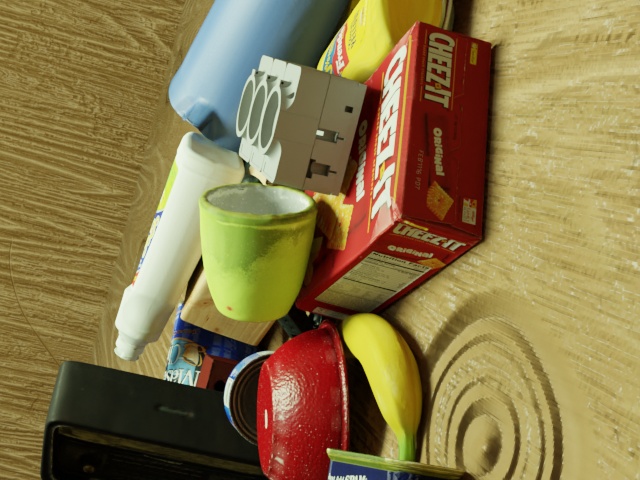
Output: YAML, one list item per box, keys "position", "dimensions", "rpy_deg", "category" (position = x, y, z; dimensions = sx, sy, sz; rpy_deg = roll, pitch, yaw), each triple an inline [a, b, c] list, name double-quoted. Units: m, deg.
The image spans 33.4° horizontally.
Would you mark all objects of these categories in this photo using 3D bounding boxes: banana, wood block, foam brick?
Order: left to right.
- position: [-0.088, 0.155, 1.120]
  dimensions: [0.051, 0.078, 0.053]
  rpy_deg: [-171, 96, -76]
  category: "foam brick"
- position: [-0.057, 0.002, 1.081]
  dimensions: [0.206, 0.090, 0.091]
  rpy_deg: [-55, 21, 37]
  category: "wood block"
- position: [0.040, 0.093, 0.813]
  dimensions: [0.198, 0.037, 0.070]
  rpy_deg: [-119, 46, -67]
  category: "banana"

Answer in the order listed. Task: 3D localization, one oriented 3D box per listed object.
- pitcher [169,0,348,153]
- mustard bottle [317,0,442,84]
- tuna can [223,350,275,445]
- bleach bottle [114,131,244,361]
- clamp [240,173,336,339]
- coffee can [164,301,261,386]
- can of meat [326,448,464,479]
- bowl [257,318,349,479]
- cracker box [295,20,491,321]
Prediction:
- position: [-0.046, -0.219, 1.073]
  dimensions: [0.243, 0.144, 0.149]
  rpy_deg: [-57, 36, 38]
  category: "pitcher"
- position: [0.040, -0.160, 0.919]
  dimensions: [0.192, 0.058, 0.096]
  rpy_deg: [136, 142, -64]
  category: "mustard bottle"
- position: [-0.044, 0.143, 0.968]
  dimensions: [0.034, 0.086, 0.086]
  rpy_deg: [179, 104, -75]
  category: "tuna can"
- position: [-0.157, 0.017, 1.112]
  dimensions: [0.102, 0.068, 0.251]
  rpy_deg: [-108, 41, -68]
  category: "bleach bottle"
- position: [-0.007, 0.012, 0.964]
  dimensions: [0.039, 0.120, 0.171]
  rpy_deg: [12, 115, 59]
  category: "clamp"
- position: [-0.124, 0.149, 1.203]
  dimensions: [0.103, 0.102, 0.140]
  rpy_deg: [144, 138, -66]
  category: "coffee can"
- position: [0.041, 0.181, 0.681]
  dimensions: [0.102, 0.057, 0.084]
  rpy_deg: [-10, 67, 60]
  category: "can of meat"
- position: [-0.019, 0.145, 0.873]
  dimensions: [0.162, 0.055, 0.162]
  rpy_deg: [-179, 90, -79]
  category: "bowl"
- position: [0.050, -0.045, 0.837]
  dimensions: [0.214, 0.072, 0.164]
  rpy_deg: [136, 144, -60]
  category: "cracker box"
